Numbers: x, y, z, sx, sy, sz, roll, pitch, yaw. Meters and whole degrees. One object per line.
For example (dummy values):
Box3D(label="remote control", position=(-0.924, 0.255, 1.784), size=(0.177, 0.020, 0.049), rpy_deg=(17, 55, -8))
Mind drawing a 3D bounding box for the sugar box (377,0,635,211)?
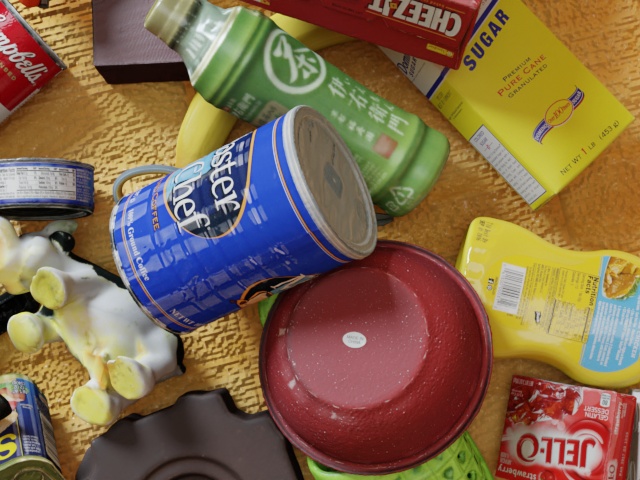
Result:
Box3D(label="sugar box", position=(0.129, -0.117, 0.763), size=(0.093, 0.048, 0.176), rpy_deg=(-42, 87, -20))

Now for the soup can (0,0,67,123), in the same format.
Box3D(label="soup can", position=(-0.243, -0.117, 0.766), size=(0.102, 0.068, 0.068), rpy_deg=(-41, 85, -3))

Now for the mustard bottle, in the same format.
Box3D(label="mustard bottle", position=(0.186, 0.051, 0.745), size=(0.191, 0.058, 0.096), rpy_deg=(14, 80, 3))

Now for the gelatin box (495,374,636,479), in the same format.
Box3D(label="gelatin box", position=(0.166, 0.134, 0.724), size=(0.030, 0.089, 0.073), rpy_deg=(16, 82, -40))

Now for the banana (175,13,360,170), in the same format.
Box3D(label="banana", position=(-0.037, -0.121, 0.779), size=(0.198, 0.037, 0.069), rpy_deg=(-35, 84, -3))

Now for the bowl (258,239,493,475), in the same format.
Box3D(label="bowl", position=(0.029, 0.068, 0.694), size=(0.162, 0.055, 0.162), rpy_deg=(-5, 71, 14))

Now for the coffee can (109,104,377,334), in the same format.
Box3D(label="coffee can", position=(-0.049, -0.011, 0.687), size=(0.140, 0.102, 0.103), rpy_deg=(-24, 83, 22))

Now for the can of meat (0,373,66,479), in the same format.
Box3D(label="can of meat", position=(-0.229, 0.149, 0.723), size=(0.102, 0.057, 0.084), rpy_deg=(-25, 44, -2))

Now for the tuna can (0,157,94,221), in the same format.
Box3D(label="tuna can", position=(-0.201, -0.035, 0.747), size=(0.086, 0.086, 0.034), rpy_deg=(-2, 85, 0))

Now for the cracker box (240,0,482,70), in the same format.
Box3D(label="cracker box", position=(0.051, -0.239, 0.735), size=(0.164, 0.072, 0.213), rpy_deg=(18, 60, 4))

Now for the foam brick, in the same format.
Box3D(label="foam brick", position=(-0.123, -0.146, 0.775), size=(0.078, 0.053, 0.051), rpy_deg=(-2, 83, 0))
